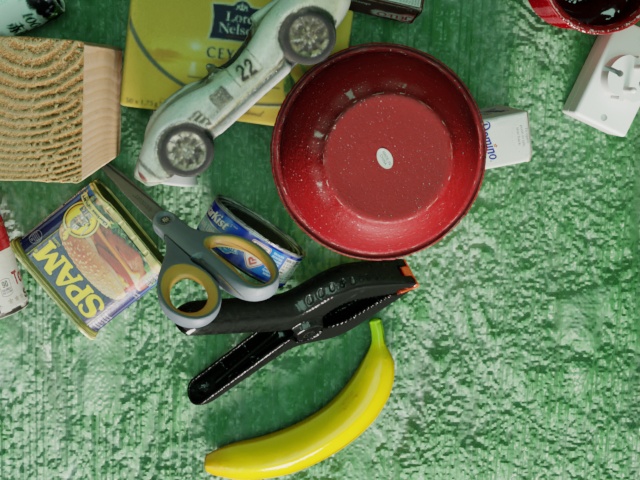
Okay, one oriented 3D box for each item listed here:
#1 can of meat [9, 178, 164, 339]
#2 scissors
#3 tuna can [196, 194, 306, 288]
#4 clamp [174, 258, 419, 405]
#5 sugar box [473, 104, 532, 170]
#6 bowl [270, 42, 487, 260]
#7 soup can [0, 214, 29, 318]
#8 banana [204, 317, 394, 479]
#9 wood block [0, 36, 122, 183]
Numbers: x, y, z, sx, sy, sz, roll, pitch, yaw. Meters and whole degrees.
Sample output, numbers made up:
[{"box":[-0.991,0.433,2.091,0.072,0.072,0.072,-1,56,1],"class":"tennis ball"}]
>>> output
[{"box":[-0.182,0.013,0.857,0.084,0.057,0.102,-38,100,1],"class":"can of meat"},{"box":[-0.123,0.002,0.797,0.202,0.096,0.016,26,142,25],"class":"scissors"},{"box":[-0.056,0.001,0.848,0.086,0.086,0.034,33,98,-9],"class":"tuna can"},{"box":[-0.022,0.067,0.862,0.209,0.165,0.036,-18,64,-19],"class":"clamp"},{"box":[0.069,-0.070,0.841,0.176,0.093,0.048,-8,101,-2],"class":"sugar box"},{"box":[0.045,-0.061,0.765,0.162,0.055,0.162,-1,99,-3],"class":"bowl"},{"box":[-0.278,0.013,0.844,0.068,0.068,0.102,-16,101,-1],"class":"soup can"},{"box":[-0.005,0.151,0.904,0.198,0.037,0.069,-40,82,2],"class":"banana"},{"box":[-0.198,-0.097,0.760,0.090,0.206,0.091,1,99,-4],"class":"wood block"}]
